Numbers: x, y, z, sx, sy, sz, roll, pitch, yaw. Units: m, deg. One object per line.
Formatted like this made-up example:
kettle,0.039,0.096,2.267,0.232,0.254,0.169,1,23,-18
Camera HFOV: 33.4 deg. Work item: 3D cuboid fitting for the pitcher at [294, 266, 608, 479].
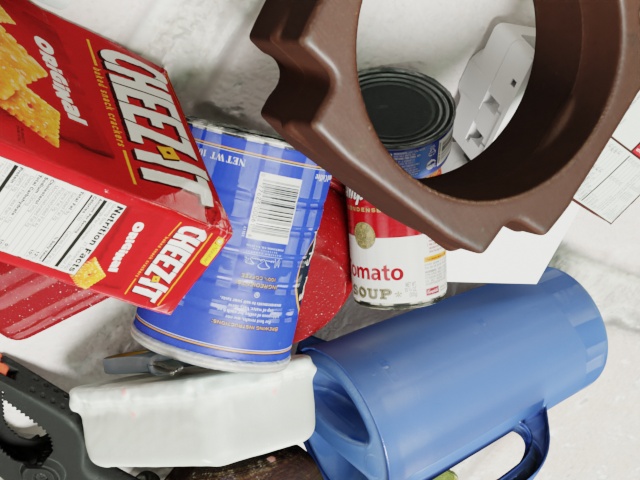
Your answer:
pitcher,0.111,0.114,0.836,0.242,0.145,0.149,-20,103,-27

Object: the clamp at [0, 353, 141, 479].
clamp,-0.216,0.173,0.814,0.165,0.036,0.210,-19,124,13

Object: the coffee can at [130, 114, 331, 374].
coffee can,-0.054,0.001,0.668,0.102,0.103,0.140,9,98,-32

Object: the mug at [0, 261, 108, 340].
mug,-0.171,0.011,0.680,0.081,0.093,0.117,-27,172,5

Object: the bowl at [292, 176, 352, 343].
bowl,-0.033,0.026,0.773,0.162,0.055,0.162,-13,133,-14

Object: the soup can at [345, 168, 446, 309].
soup can,0.052,-0.009,0.743,0.068,0.069,0.102,-8,102,-20

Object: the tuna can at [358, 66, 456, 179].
tuna can,0.044,-0.075,0.697,0.086,0.086,0.034,-14,136,-14

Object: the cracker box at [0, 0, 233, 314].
cracker box,-0.162,-0.066,0.549,0.213,0.164,0.072,23,119,-38

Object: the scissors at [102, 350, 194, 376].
scissors,-0.091,0.081,0.726,0.096,0.202,0.016,-6,88,-28
